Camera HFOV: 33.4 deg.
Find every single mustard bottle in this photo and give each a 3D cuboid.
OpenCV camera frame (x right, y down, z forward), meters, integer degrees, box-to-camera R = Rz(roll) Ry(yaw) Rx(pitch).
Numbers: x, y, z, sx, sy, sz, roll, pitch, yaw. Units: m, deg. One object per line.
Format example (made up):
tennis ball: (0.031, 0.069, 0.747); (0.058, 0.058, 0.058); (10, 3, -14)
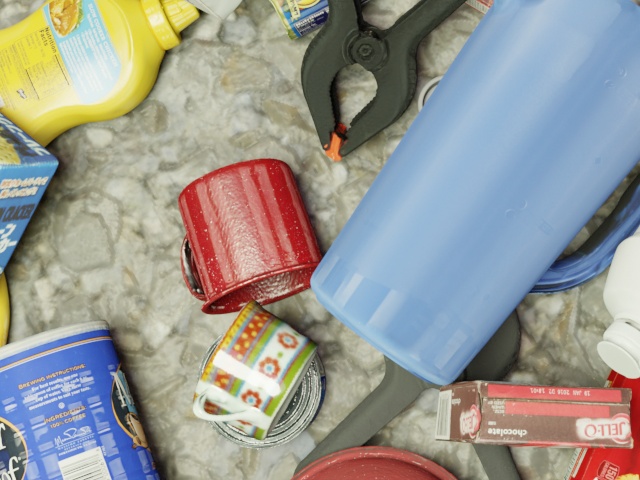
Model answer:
mustard bottle: (-0.175, -0.128, 0.763); (0.191, 0.058, 0.096); (-24, 81, 5)

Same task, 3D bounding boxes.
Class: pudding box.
pudding box: (0.123, 0.105, 0.639); (0.090, 0.113, 0.039); (4, 82, -5)

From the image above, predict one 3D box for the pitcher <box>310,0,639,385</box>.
pitcher: (0.112, -0.031, 0.649); (0.149, 0.145, 0.243); (37, 92, 19)

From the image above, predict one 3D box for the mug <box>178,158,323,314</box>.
mug: (-0.055, 0.001, 0.726); (0.117, 0.093, 0.081); (-30, 73, 41)

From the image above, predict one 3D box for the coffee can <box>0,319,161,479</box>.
coffee can: (-0.169, 0.136, 0.714); (0.103, 0.102, 0.140); (-22, 82, 5)

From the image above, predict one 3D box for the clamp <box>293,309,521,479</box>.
clamp: (0.089, 0.097, 0.714); (0.164, 0.036, 0.210); (19, 87, 4)

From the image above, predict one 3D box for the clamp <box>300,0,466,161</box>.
clamp: (0.025, -0.139, 0.709); (0.120, 0.039, 0.172); (30, 114, 4)

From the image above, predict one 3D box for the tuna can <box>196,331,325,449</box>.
tuna can: (-0.040, 0.099, 0.734); (0.086, 0.033, 0.086); (-1, 85, 8)
